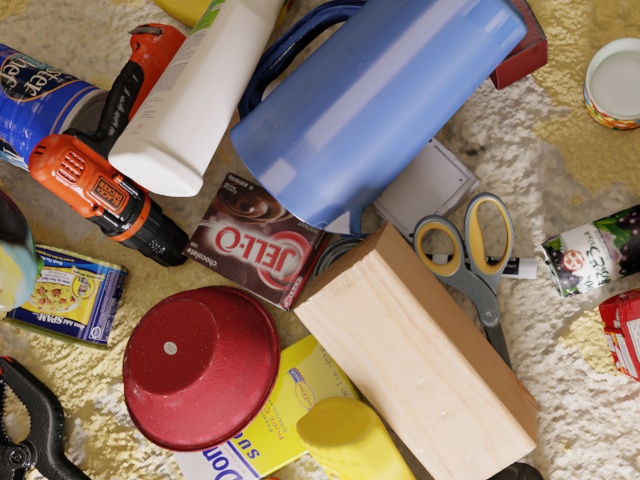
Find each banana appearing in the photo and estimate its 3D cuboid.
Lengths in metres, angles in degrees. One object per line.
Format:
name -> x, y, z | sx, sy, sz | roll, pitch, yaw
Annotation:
banana -> -0.109, -0.233, 1.022 | 0.198, 0.037, 0.070 | 18, 104, 21

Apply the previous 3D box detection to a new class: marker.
marker -> 0.133, 0.022, 0.962 | 0.121, 0.020, 0.020 | 3, 84, 11

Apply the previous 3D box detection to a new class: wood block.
wood block -> 0.082, 0.098, 0.893 | 0.090, 0.090, 0.206 | -38, 96, 18

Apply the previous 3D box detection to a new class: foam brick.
foam brick -> 0.167, -0.176, 0.948 | 0.053, 0.078, 0.051 | -28, 78, 6

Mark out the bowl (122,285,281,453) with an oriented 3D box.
bowl -> -0.119, 0.104, 0.954 | 0.162, 0.055, 0.162 | -11, 60, 20

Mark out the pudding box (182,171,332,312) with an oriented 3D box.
pudding box -> -0.056, 0.001, 0.980 | 0.114, 0.039, 0.090 | 26, 82, 22

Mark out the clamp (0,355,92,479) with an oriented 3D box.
clamp -> -0.287, 0.213, 1.013 | 0.164, 0.036, 0.210 | -28, 78, 6

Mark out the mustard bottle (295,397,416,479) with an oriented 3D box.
mustard bottle -> 0.057, 0.223, 0.907 | 0.058, 0.096, 0.191 | -41, 113, -24

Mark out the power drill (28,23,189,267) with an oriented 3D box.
power drill -> -0.154, -0.088, 0.978 | 0.057, 0.184, 0.187 | 10, 67, 45

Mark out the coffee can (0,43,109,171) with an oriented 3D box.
coffee can -> -0.278, -0.121, 1.015 | 0.140, 0.102, 0.103 | 25, 89, 13

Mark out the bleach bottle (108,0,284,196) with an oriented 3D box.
bleach bottle -> -0.086, -0.160, 0.916 | 0.068, 0.103, 0.250 | 35, 76, -27

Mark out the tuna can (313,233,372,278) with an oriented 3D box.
tuna can -> 0.037, 0.037, 0.962 | 0.086, 0.033, 0.086 | 2, 95, 21

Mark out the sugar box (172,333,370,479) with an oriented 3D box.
sugar box -> -0.050, 0.162, 0.969 | 0.176, 0.048, 0.093 | -30, 79, 5

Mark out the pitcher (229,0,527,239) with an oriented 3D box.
pitcher -> 0.044, -0.134, 0.890 | 0.149, 0.145, 0.243 | 41, 104, -16

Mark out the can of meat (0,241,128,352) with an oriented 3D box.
can of meat -> -0.240, 0.052, 1.013 | 0.102, 0.057, 0.084 | 15, 85, 12

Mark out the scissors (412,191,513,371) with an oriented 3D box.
scissors -> 0.128, 0.058, 0.931 | 0.096, 0.016, 0.202 | 0, 100, 2
